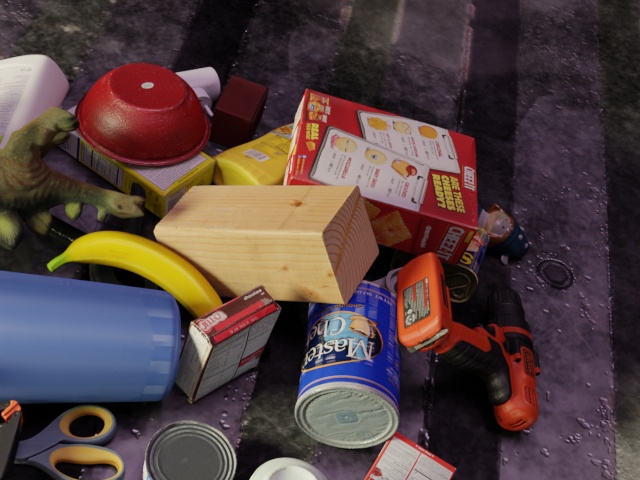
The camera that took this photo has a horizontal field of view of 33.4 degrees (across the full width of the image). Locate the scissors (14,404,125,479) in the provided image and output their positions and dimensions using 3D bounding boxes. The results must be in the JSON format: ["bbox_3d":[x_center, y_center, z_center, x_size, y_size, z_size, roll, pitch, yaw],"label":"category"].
[{"bbox_3d":[-0.278,0.183,0.997,0.201,0.016,0.096,14,45,-5],"label":"scissors"}]

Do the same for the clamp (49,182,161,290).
[{"bbox_3d":[-0.229,0.016,1.154,0.120,0.039,0.171,-17,57,-12],"label":"clamp"}]

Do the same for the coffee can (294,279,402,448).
[{"bbox_3d":[0.032,0.125,1.087,0.102,0.103,0.140,13,45,-6],"label":"coffee can"}]

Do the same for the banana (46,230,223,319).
[{"bbox_3d":[-0.179,0.035,1.109,0.198,0.037,0.069,21,78,-1],"label":"banana"}]

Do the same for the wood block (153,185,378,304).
[{"bbox_3d":[-0.058,0.001,1.119,0.206,0.090,0.090,2,36,31],"label":"wood block"}]

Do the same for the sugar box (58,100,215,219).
[{"bbox_3d":[-0.222,-0.105,1.266,0.176,0.048,0.093,33,47,19],"label":"sugar box"}]

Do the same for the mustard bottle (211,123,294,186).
[{"bbox_3d":[-0.035,-0.103,1.310,0.096,0.058,0.191,28,42,36],"label":"mustard bottle"}]

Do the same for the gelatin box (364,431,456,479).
[{"bbox_3d":[0.081,0.242,1.045,0.073,0.030,0.089,30,47,10],"label":"gelatin box"}]

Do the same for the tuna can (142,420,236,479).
[{"bbox_3d":[-0.124,0.214,1.003,0.086,0.034,0.086,9,46,-9],"label":"tuna can"}]

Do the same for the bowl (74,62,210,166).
[{"bbox_3d":[-0.205,-0.159,1.251,0.162,0.055,0.162,9,43,-8],"label":"bowl"}]

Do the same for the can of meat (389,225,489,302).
[{"bbox_3d":[0.143,0.014,1.260,0.102,0.057,0.083,23,43,5],"label":"can of meat"}]

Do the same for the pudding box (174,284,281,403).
[{"bbox_3d":[-0.095,0.103,1.061,0.089,0.114,0.039,-27,64,-35],"label":"pudding box"}]

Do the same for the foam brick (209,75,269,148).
[{"bbox_3d":[-0.103,-0.160,1.349,0.051,0.053,0.078,19,44,0],"label":"foam brick"}]

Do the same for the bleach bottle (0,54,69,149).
[{"bbox_3d":[-0.369,-0.101,1.196,0.103,0.068,0.250,-7,47,24],"label":"bleach bottle"}]

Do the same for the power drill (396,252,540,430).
[{"bbox_3d":[0.162,0.090,1.137,0.187,0.057,0.184,34,37,-30],"label":"power drill"}]

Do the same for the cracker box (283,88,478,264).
[{"bbox_3d":[0.067,-0.072,1.218,0.213,0.072,0.164,16,44,-8],"label":"cracker box"}]

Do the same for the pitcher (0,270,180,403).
[{"bbox_3d":[-0.264,0.090,1.022,0.242,0.145,0.149,5,59,-18],"label":"pitcher"}]
